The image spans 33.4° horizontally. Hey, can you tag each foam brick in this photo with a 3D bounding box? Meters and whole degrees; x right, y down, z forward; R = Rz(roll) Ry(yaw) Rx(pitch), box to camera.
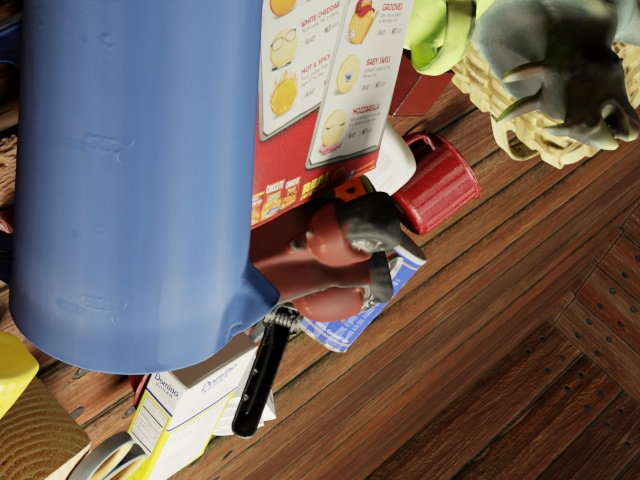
[{"bbox_3d":[0.075,-0.145,0.949,0.051,0.053,0.078,-53,161,23],"label":"foam brick"}]

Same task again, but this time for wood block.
[{"bbox_3d":[-0.256,0.206,0.906,0.090,0.091,0.206,-36,160,-30],"label":"wood block"}]

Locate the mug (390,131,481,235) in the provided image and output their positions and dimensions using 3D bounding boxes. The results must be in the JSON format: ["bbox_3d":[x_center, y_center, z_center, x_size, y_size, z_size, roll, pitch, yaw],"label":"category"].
[{"bbox_3d":[0.113,-0.067,1.179,0.081,0.093,0.117,-38,131,-10],"label":"mug"}]

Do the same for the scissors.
[{"bbox_3d":[-0.215,0.216,0.839,0.201,0.016,0.096,-34,158,-36],"label":"scissors"}]

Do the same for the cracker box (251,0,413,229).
[{"bbox_3d":[-0.015,-0.127,0.659,0.163,0.072,0.214,-28,137,-47],"label":"cracker box"}]

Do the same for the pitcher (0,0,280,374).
[{"bbox_3d":[-0.102,-0.064,0.542,0.149,0.145,0.243,-15,128,-33],"label":"pitcher"}]

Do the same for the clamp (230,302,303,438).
[{"bbox_3d":[-0.033,0.069,1.031,0.209,0.036,0.165,-72,-176,-55],"label":"clamp"}]

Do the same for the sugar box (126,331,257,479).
[{"bbox_3d":[-0.127,0.155,0.980,0.093,0.048,0.176,-28,153,-45],"label":"sugar box"}]

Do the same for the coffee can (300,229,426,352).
[{"bbox_3d":[0.034,0.040,1.188,0.140,0.103,0.102,-49,163,12],"label":"coffee can"}]
